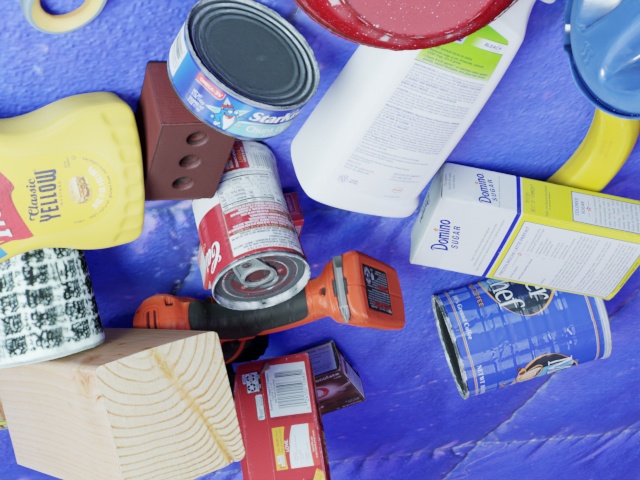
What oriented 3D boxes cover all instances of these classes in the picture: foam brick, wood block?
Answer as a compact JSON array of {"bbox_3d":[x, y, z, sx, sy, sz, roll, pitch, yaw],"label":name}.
[{"bbox_3d":[-0.088,-0.069,0.683,0.052,0.051,0.078,-3,145,-23],"label":"foam brick"},{"bbox_3d":[-0.151,0.116,0.760,0.090,0.091,0.207,-16,-175,-35],"label":"wood block"}]

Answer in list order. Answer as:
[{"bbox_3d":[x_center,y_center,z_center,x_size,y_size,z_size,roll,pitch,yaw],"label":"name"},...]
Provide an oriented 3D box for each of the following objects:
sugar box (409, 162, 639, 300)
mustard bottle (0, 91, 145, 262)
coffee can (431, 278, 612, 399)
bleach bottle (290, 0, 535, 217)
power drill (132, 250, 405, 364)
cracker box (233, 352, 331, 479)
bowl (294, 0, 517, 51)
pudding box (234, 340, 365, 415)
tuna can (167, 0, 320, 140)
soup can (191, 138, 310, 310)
[{"bbox_3d":[0.169,-0.006,0.862,0.176,0.048,0.093,13,143,-5],"label":"sugar box"},{"bbox_3d":[-0.205,-0.030,0.642,0.191,0.058,0.096,-12,119,-25],"label":"mustard bottle"},{"bbox_3d":[0.186,0.079,0.996,0.140,0.103,0.103,-16,148,-1],"label":"coffee can"},{"bbox_3d":[0.080,-0.118,0.679,0.102,0.068,0.251,8,138,-32],"label":"bleach bottle"},{"bbox_3d":[-0.031,0.062,0.860,0.188,0.057,0.184,-15,167,20],"label":"power drill"},{"bbox_3d":[-0.029,0.214,0.950,0.072,0.164,0.214,-8,155,-4],"label":"cracker box"},{"bbox_3d":[0.050,-0.159,0.555,0.162,0.055,0.162,-1,129,-1],"label":"bowl"},{"bbox_3d":[-0.022,0.147,1.063,0.113,0.039,0.090,-22,148,8],"label":"pudding box"},{"bbox_3d":[-0.045,-0.100,0.624,0.086,0.086,0.034,5,144,-32],"label":"tuna can"},{"bbox_3d":[-0.052,-0.012,0.741,0.068,0.102,0.068,-12,148,-8],"label":"soup can"}]
